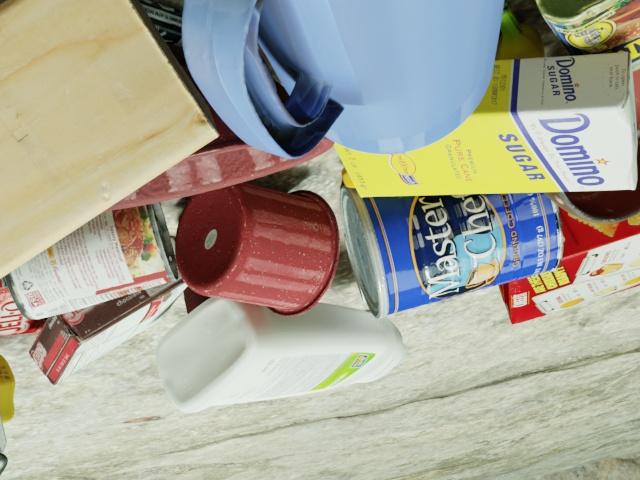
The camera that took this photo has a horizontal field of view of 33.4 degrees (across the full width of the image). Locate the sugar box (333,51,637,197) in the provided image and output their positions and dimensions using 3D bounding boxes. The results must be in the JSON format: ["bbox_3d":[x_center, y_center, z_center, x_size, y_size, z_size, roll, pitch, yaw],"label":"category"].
[{"bbox_3d":[0.099,-0.066,0.646,0.176,0.048,0.093,1,153,21],"label":"sugar box"}]

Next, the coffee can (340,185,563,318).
[{"bbox_3d":[0.095,-0.008,0.799,0.140,0.103,0.103,-15,158,-6],"label":"coffee can"}]

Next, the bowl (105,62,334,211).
[{"bbox_3d":[-0.076,-0.059,0.582,0.162,0.055,0.162,-13,178,-1],"label":"bowl"}]

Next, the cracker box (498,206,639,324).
[{"bbox_3d":[0.265,-0.005,0.974,0.214,0.072,0.164,-18,158,4],"label":"cracker box"}]

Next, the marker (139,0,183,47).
[{"bbox_3d":[-0.087,-0.111,0.534,0.020,0.020,0.120,-32,154,34],"label":"marker"}]

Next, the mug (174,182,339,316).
[{"bbox_3d":[-0.055,0.001,0.753,0.081,0.093,0.117,12,-179,-43],"label":"mug"}]

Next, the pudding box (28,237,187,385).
[{"bbox_3d":[-0.156,0.054,0.801,0.113,0.039,0.090,-30,171,-37],"label":"pudding box"}]

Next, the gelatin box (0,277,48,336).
[{"bbox_3d":[-0.221,0.043,0.791,0.073,0.030,0.089,-3,154,-31],"label":"gelatin box"}]

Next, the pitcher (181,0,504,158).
[{"bbox_3d":[0.014,-0.115,0.435,0.149,0.145,0.242,-24,162,1],"label":"pitcher"}]

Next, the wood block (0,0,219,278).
[{"bbox_3d":[-0.155,-0.031,0.452,0.206,0.090,0.091,-33,-163,1],"label":"wood block"}]

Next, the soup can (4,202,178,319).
[{"bbox_3d":[-0.152,0.008,0.706,0.102,0.068,0.068,-16,158,-2],"label":"soup can"}]

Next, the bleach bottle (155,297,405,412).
[{"bbox_3d":[-0.013,0.094,0.886,0.103,0.068,0.250,-39,153,26],"label":"bleach bottle"}]
